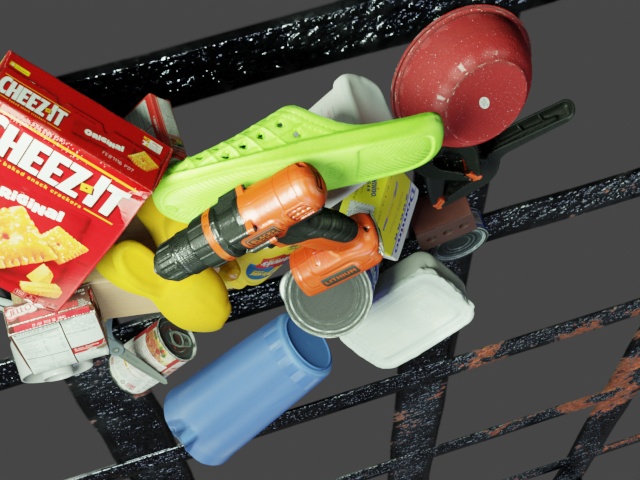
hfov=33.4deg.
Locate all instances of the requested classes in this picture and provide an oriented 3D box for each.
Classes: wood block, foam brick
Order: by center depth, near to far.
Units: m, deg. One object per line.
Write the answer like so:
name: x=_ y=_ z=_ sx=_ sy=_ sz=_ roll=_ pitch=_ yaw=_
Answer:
wood block: x=-0.227 y=0.026 z=1.157 sx=0.205 sy=0.090 sz=0.091 roll=-7 pitch=149 yaw=-25
foam brick: x=0.151 y=-0.030 z=1.343 sx=0.078 sy=0.051 sz=0.053 roll=-23 pitch=152 yaw=6

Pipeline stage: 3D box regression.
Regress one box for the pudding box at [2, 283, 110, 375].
pudding box: x=-0.271 y=0.094 z=1.110 sx=0.090 sy=0.039 sz=0.113 roll=-15 pitch=151 yaw=-9

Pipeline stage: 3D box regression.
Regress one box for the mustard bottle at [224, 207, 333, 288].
mustard bottle: x=-0.058 y=0.002 z=1.254 sx=0.192 sy=0.058 sz=0.096 roll=-39 pitch=165 yaw=33

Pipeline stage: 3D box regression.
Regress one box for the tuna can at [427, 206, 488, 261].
tuna can: x=0.179 y=-0.007 z=1.422 sx=0.086 sy=0.034 sz=0.086 roll=-16 pitch=152 yaw=-9

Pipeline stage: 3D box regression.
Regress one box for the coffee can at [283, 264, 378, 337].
coffee can: x=0.015 y=0.049 z=1.275 sx=0.103 sy=0.103 sz=0.140 roll=-25 pitch=-173 yaw=10

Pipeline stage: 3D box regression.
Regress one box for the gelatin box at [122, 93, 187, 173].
gelatin box: x=-0.171 y=-0.083 z=1.014 sx=0.089 sy=0.073 sz=0.030 roll=-37 pitch=148 yaw=28

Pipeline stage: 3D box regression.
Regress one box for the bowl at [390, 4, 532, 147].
bowl: x=0.154 y=-0.151 z=1.070 sx=0.162 sy=0.055 sz=0.162 roll=-14 pitch=131 yaw=-17

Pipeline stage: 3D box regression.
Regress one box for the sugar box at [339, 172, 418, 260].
sugar box: x=0.067 y=-0.035 z=1.192 sx=0.048 sy=0.093 sz=0.176 roll=17 pitch=177 yaw=18

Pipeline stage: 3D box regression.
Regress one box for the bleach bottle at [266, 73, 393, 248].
bleach bottle: x=-0.031 y=-0.067 z=1.130 sx=0.067 sy=0.102 sz=0.251 roll=7 pitch=148 yaw=-46

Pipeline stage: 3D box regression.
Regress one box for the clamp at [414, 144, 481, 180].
clamp: x=0.106 y=-0.105 z=1.165 sx=0.120 sy=0.039 sz=0.171 roll=-23 pitch=139 yaw=33

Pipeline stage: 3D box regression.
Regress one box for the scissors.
scissors: x=-0.249 y=0.116 z=1.317 sx=0.201 sy=0.016 sz=0.096 roll=25 pitch=113 yaw=-33

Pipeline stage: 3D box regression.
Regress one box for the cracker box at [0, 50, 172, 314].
cracker box: x=-0.259 y=-0.041 z=0.962 sx=0.164 sy=0.072 sz=0.214 roll=31 pitch=132 yaw=-17

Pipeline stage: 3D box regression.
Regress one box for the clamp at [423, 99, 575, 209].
clamp: x=0.188 y=-0.106 z=1.243 sx=0.164 sy=0.036 sz=0.210 roll=0 pitch=148 yaw=-17

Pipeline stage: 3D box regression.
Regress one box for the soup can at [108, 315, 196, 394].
soup can: x=-0.222 y=0.151 z=1.406 sx=0.102 sy=0.068 sz=0.068 roll=-35 pitch=149 yaw=27

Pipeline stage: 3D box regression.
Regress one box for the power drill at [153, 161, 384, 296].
power drill: x=-0.040 y=0.003 z=1.004 sx=0.185 sy=0.057 sz=0.187 roll=-26 pitch=156 yaw=25

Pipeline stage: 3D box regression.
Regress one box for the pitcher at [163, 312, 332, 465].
pitcher: x=-0.097 y=0.206 z=1.541 sx=0.243 sy=0.149 sz=0.144 roll=-39 pitch=132 yaw=26
